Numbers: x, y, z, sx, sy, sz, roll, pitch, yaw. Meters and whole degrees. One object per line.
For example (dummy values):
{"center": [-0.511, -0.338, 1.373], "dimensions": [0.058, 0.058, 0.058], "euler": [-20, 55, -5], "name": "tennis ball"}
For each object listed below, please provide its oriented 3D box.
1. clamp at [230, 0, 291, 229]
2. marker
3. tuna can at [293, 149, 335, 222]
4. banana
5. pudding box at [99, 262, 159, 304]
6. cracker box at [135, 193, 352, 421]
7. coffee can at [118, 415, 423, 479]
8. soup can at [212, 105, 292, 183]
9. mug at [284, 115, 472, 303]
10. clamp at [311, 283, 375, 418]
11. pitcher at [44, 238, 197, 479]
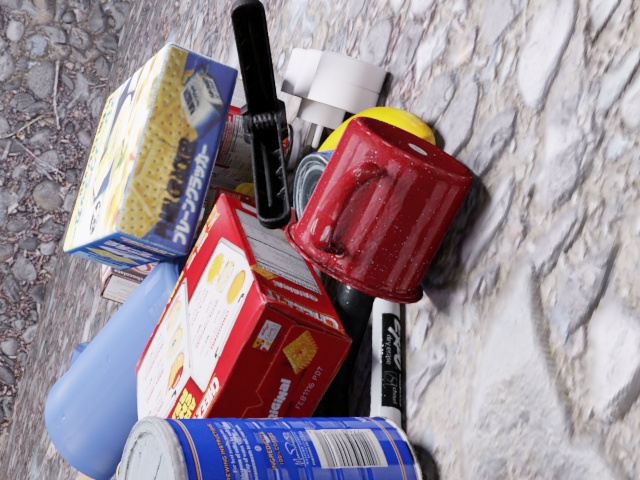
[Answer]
{"center": [-0.045, -0.103, 0.838], "dimensions": [0.210, 0.036, 0.164], "euler": [-104, 7, -80], "name": "clamp"}
{"center": [0.041, 0.065, 0.661], "dimensions": [0.020, 0.020, 0.121], "euler": [130, 150, -51], "name": "marker"}
{"center": [0.014, -0.021, 0.729], "dimensions": [0.086, 0.033, 0.086], "euler": [35, 131, 55], "name": "tuna can"}
{"center": [0.029, -0.056, 0.769], "dimensions": [0.198, 0.037, 0.069], "euler": [-44, 60, 60], "name": "banana"}
{"center": [-0.187, 0.043, 1.181], "dimensions": [0.039, 0.113, 0.090], "euler": [-64, 22, 22], "name": "pudding box"}
{"center": [-0.063, 0.081, 0.740], "dimensions": [0.164, 0.072, 0.214], "euler": [-62, 20, 13], "name": "cracker box"}
{"center": [-0.028, 0.146, 0.576], "dimensions": [0.103, 0.140, 0.103], "euler": [-17, 71, 62], "name": "coffee can"}
{"center": [-0.085, -0.094, 1.015], "dimensions": [0.069, 0.102, 0.068], "euler": [-165, 90, -72], "name": "soup can"}
{"center": [0.031, -0.021, 0.622], "dimensions": [0.093, 0.117, 0.081], "euler": [34, 108, 25], "name": "mug"}
{"center": [0.002, 0.103, 0.715], "dimensions": [0.120, 0.039, 0.171], "euler": [126, 150, -57], "name": "clamp"}
{"center": [-0.140, 0.118, 0.968], "dimensions": [0.243, 0.149, 0.145], "euler": [-49, 15, 37], "name": "pitcher"}
